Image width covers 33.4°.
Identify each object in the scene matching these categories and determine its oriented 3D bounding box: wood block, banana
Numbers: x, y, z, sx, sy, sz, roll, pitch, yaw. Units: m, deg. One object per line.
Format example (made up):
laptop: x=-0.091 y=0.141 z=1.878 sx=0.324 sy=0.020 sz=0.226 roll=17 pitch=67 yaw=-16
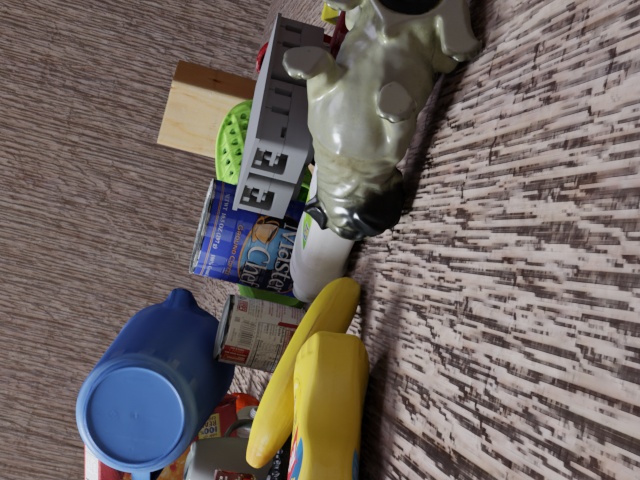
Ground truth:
wood block: x=-0.094 y=-0.152 z=1.363 sx=0.091 sy=0.206 sz=0.090 roll=-94 pitch=20 yaw=-64
banana: x=-0.008 y=0.099 z=0.899 sx=0.197 sy=0.037 sz=0.070 roll=-59 pitch=-17 yaw=-31

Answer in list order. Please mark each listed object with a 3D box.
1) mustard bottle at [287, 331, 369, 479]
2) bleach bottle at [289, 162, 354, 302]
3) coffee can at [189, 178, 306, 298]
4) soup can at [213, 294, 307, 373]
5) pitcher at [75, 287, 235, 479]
mustard bottle: x=0.002 y=0.168 z=0.770 sx=0.096 sy=0.058 sz=0.191 roll=100 pitch=176 yaw=-50
bleach bottle: x=0.017 y=-0.043 z=0.992 sx=0.102 sy=0.068 sz=0.251 roll=-86 pitch=11 yaw=-48
coffee can: x=-0.057 y=0.001 z=1.119 sx=0.103 sy=0.140 sz=0.103 roll=-166 pitch=91 yaw=-81
soup can: x=-0.047 y=0.095 z=1.038 sx=0.068 sy=0.102 sz=0.068 roll=-167 pitch=90 yaw=-81
pitcher: x=-0.160 y=0.152 z=1.042 sx=0.145 sy=0.149 sz=0.243 roll=-35 pitch=4 yaw=4
